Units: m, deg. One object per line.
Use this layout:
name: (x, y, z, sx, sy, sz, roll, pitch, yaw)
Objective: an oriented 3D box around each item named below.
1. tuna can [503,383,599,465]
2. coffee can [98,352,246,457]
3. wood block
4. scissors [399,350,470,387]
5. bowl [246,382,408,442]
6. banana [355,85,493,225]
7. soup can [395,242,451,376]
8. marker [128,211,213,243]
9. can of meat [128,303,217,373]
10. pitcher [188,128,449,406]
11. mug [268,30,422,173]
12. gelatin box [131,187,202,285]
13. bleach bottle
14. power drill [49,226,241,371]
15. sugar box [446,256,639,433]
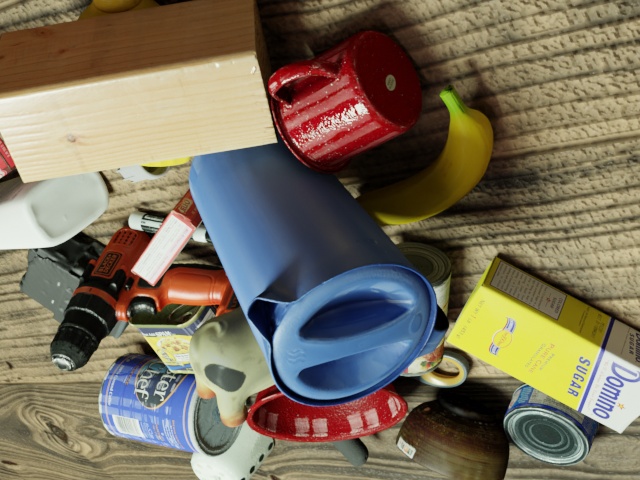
tuna can: (0.219, 0.175, 1.016, 0.086, 0.033, 0.086, 19, 139, 17)
coffee can: (-0.173, 0.190, 1.248, 0.141, 0.102, 0.103, 5, 133, 31)
wood block: (-0.143, -0.120, 0.842, 0.206, 0.090, 0.091, -9, 135, 4)
scissors: (0.083, 0.140, 1.088, 0.096, 0.016, 0.202, 33, 141, 3)
bowl: (0.005, 0.151, 1.067, 0.162, 0.055, 0.162, -3, 150, -2)
banana: (0.087, -0.054, 0.865, 0.069, 0.037, 0.198, 40, 143, 0)
soup can: (0.080, 0.061, 0.954, 0.069, 0.068, 0.102, 16, 128, 21)
marker: (-0.140, -0.011, 1.081, 0.121, 0.020, 0.020, 11, 136, 26)
can of meat: (-0.146, 0.101, 1.173, 0.102, 0.057, 0.084, -3, 131, 38)
pitcher: (-0.011, 0.006, 0.851, 0.243, 0.145, 0.149, 57, 172, 46)
mug: (0.015, -0.110, 0.805, 0.117, 0.093, 0.082, 17, 151, -41)
gelatin box: (-0.138, -0.010, 1.020, 0.030, 0.073, 0.089, 35, 123, -5)
bleach bottle: (-0.339, -0.032, 1.150, 0.251, 0.102, 0.068, -4, 120, 46)
power drill: (-0.156, 0.067, 1.060, 0.188, 0.184, 0.057, 10, 137, 13)
sugar box: (0.208, 0.093, 0.929, 0.176, 0.048, 0.093, 29, 141, 7)
